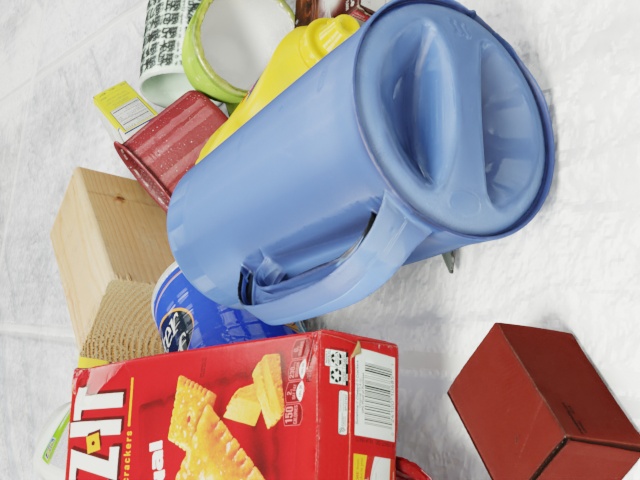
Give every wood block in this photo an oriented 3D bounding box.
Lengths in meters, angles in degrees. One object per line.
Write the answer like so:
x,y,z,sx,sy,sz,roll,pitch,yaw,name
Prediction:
-0.193,0.023,1.032,0.090,0.090,0.206,-64,31,23,wood block

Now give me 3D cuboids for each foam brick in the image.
0.105,0.085,0.510,0.051,0.052,0.078,-61,32,29,foam brick

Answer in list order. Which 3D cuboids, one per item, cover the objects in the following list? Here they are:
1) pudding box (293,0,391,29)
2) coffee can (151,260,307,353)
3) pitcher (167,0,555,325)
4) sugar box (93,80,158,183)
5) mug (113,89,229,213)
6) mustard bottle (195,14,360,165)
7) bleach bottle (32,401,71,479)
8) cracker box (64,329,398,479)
0.019,-0.195,0.786,0.090,0.039,0.113,-27,56,55,pudding box
-0.056,0.082,0.750,0.103,0.102,0.140,-62,32,27,coffee can
0.003,-0.027,0.622,0.243,0.148,0.145,-26,77,52,pitcher
-0.162,-0.086,1.019,0.176,0.048,0.093,39,158,56,sugar box
-0.107,-0.064,0.899,0.081,0.117,0.093,-41,43,-11,mug
-0.022,-0.098,0.755,0.096,0.058,0.192,-43,0,-35,mustard bottle
-0.179,0.159,0.861,0.102,0.068,0.251,-60,20,-18,bleach bottle
-0.059,0.144,0.592,0.214,0.072,0.164,-13,68,41,cracker box
